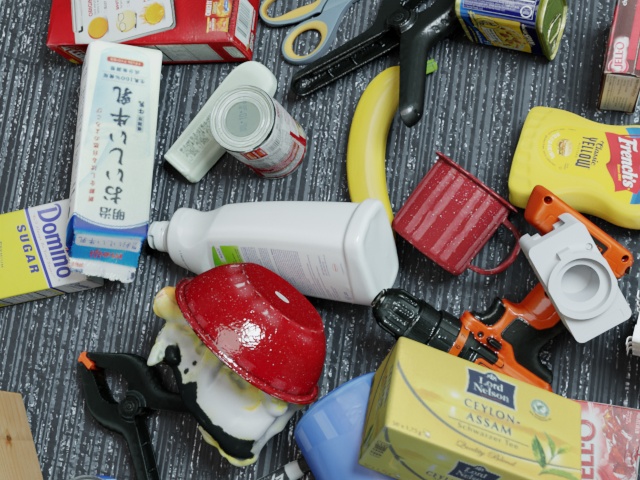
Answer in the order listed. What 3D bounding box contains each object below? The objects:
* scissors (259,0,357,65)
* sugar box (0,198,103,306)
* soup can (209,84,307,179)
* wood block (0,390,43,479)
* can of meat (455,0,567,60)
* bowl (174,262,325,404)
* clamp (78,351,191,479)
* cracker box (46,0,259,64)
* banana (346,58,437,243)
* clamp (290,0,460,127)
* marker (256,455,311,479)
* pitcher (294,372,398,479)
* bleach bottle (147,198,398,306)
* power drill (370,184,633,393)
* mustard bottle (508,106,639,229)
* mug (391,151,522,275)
[{"bbox_3d":[0.035,-0.236,1.085,0.202,0.016,0.096,-8,78,15],"label":"scissors"},{"bbox_3d":[-0.320,0.018,1.125,0.176,0.048,0.093,-13,75,15],"label":"sugar box"},{"bbox_3d":[-0.059,-0.104,1.041,0.068,0.102,0.068,-3,78,16],"label":"soup can"},{"bbox_3d":[-0.330,0.260,1.054,0.090,0.090,0.206,-22,73,10],"label":"wood block"},{"bbox_3d":[0.178,-0.214,0.993,0.084,0.102,0.057,15,84,21],"label":"can of meat"},{"bbox_3d":[-0.049,0.070,0.945,0.162,0.162,0.055,45,104,20],"label":"bowl"},{"bbox_3d":[-0.182,0.176,1.054,0.172,0.039,0.120,29,84,26],"label":"clamp"},{"bbox_3d":[-0.169,-0.272,1.126,0.214,0.072,0.164,2,79,18],"label":"cracker box"},{"bbox_3d":[0.058,-0.089,1.033,0.070,0.037,0.198,8,80,28],"label":"banana"},{"bbox_3d":[0.086,-0.196,1.024,0.210,0.036,0.165,-48,45,-10],"label":"clamp"},{"bbox_3d":[-0.046,0.229,1.012,0.121,0.020,0.020,-30,72,9],"label":"marker"},{"bbox_3d":[0.090,0.232,0.920,0.145,0.148,0.243,-50,63,36],"label":"pitcher"},{"bbox_3d":[-0.057,0.001,1.012,0.251,0.102,0.068,7,47,26],"label":"bleach bottle"},{"bbox_3d":[0.162,0.047,0.927,0.184,0.057,0.188,35,101,-9],"label":"power drill"},{"bbox_3d":[0.271,-0.059,0.953,0.192,0.058,0.096,13,64,18],"label":"mustard bottle"},{"bbox_3d":[0.128,-0.015,0.976,0.117,0.093,0.081,38,96,10],"label":"mug"}]
